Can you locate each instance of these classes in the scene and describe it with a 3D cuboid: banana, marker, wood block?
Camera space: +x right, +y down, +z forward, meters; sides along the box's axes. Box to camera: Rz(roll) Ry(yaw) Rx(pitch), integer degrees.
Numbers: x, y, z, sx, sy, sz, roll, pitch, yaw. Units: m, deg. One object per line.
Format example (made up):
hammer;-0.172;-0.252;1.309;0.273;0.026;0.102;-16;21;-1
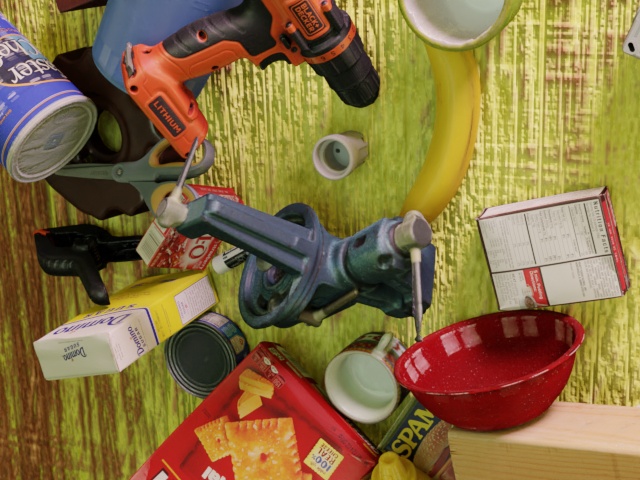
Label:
banana;0.104;-0.095;0.922;0.070;0.037;0.198;17;113;40
marker;-0.057;0.001;1.040;0.121;0.020;0.020;-28;92;30
wood block;0.215;0.187;0.852;0.207;0.090;0.091;-3;101;45

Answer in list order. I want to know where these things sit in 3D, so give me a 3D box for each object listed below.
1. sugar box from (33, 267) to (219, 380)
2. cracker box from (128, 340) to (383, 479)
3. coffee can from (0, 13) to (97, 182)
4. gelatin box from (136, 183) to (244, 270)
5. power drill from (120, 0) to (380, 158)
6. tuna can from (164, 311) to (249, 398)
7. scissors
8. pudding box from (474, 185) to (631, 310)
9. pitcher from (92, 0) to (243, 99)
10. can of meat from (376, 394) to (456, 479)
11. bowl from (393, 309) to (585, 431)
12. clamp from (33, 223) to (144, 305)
sugar box;-0.185;0.078;1.037;0.093;0.176;0.048;-9;101;29
cracker box;-0.068;0.228;1.029;0.214;0.072;0.164;-46;72;4
coffee can;-0.295;-0.138;1.008;0.140;0.102;0.103;44;120;13
gelatin box;-0.125;-0.013;1.033;0.030;0.073;0.089;51;119;32
power drill;-0.059;-0.148;0.909;0.188;0.057;0.184;-30;129;11
tuna can;-0.116;0.117;1.097;0.086;0.033;0.086;8;109;24
scissors;-0.179;-0.047;1.010;0.202;0.016;0.096;-14;79;32
pudding box;0.197;0.009;0.905;0.114;0.039;0.090;-10;100;27
pitcher;-0.120;-0.243;0.928;0.149;0.144;0.243;37;121;8
can of meat;0.114;0.176;0.988;0.084;0.057;0.102;35;119;10
bowl;0.145;0.114;0.894;0.162;0.161;0.055;-8;106;28
clamp;-0.225;0.011;1.096;0.172;0.120;0.039;22;126;41
